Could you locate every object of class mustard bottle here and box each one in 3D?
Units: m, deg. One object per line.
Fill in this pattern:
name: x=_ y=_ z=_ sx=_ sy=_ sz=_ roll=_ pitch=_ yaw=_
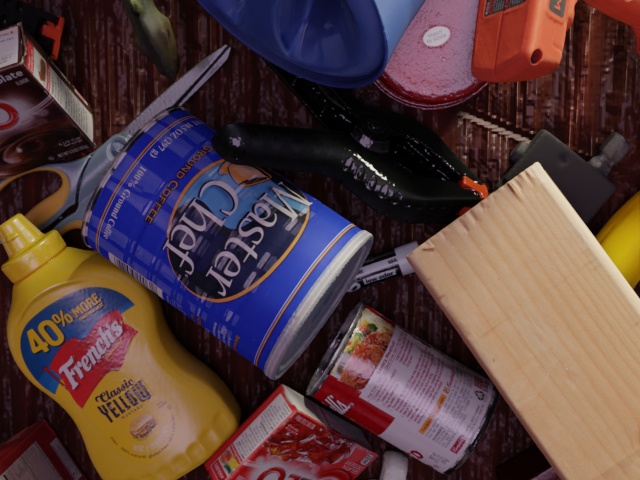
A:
mustard bottle: x=-0.139 y=0.065 z=0.672 sx=0.096 sy=0.058 sz=0.191 roll=-32 pitch=102 yaw=9

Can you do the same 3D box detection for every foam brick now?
foam brick: x=0.156 y=0.171 z=0.679 sx=0.051 sy=0.053 sz=0.078 roll=-35 pitch=94 yaw=8

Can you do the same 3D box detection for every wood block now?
wood block: x=0.148 y=0.067 z=0.602 sx=0.091 sy=0.090 sz=0.206 roll=-36 pitch=81 yaw=12

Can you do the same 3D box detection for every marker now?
marker: x=0.007 y=0.028 z=0.685 sx=0.121 sy=0.020 sz=0.020 roll=-19 pitch=97 yaw=7

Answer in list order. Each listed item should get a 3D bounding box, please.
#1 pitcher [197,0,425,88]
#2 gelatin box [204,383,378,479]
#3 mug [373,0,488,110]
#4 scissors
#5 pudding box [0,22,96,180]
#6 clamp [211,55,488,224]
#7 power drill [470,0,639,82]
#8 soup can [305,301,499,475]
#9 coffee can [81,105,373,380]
pitcher: x=0.031 y=-0.207 z=0.555 sx=0.149 sy=0.145 sz=0.242 roll=27 pitch=70 yaw=23
gelatin box: x=-0.017 y=0.140 z=0.676 sx=0.073 sy=0.030 sz=0.089 roll=-46 pitch=132 yaw=8
mug: x=0.058 y=-0.130 z=0.624 sx=0.117 sy=0.081 sz=0.093 roll=43 pitch=99 yaw=-3
scissors: x=-0.126 y=-0.038 z=0.687 sx=0.202 sy=0.016 sz=0.096 roll=-26 pitch=98 yaw=8
pudding box: x=-0.207 y=-0.076 z=0.647 sx=0.113 sy=0.090 sz=0.039 roll=-19 pitch=59 yaw=9
clamp: x=0.021 y=-0.066 z=0.644 sx=0.171 sy=0.120 sz=0.039 roll=22 pitch=140 yaw=-18
power drill: x=0.174 y=-0.103 z=0.587 sx=0.187 sy=0.057 sz=0.184 roll=11 pitch=82 yaw=-28
soup can: x=0.051 y=0.092 z=0.667 sx=0.102 sy=0.068 sz=0.068 roll=31 pitch=100 yaw=-1
coffee can: x=-0.054 y=0.001 z=0.632 sx=0.140 sy=0.102 sz=0.103 roll=35 pitch=100 yaw=8
